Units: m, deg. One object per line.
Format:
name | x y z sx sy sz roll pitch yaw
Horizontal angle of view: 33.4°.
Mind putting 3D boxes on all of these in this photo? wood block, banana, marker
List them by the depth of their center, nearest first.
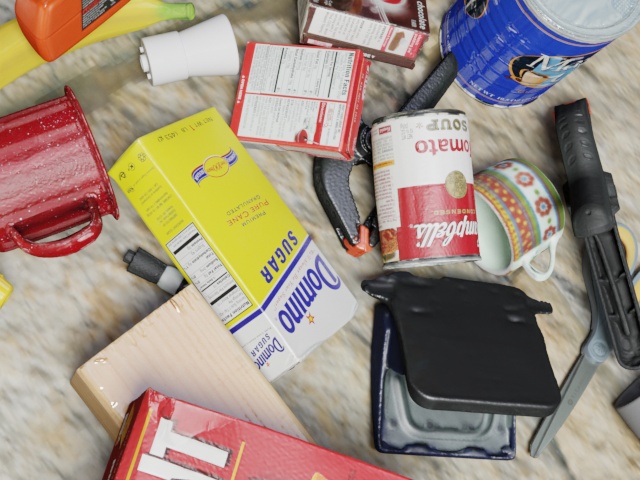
wood block | -0.060 0.141 0.678 0.090 0.090 0.206 -37 89 -20
banana | -0.181 -0.135 0.714 0.197 0.070 0.037 -32 121 -32
marker | -0.080 0.039 0.732 0.121 0.020 0.020 30 72 -7

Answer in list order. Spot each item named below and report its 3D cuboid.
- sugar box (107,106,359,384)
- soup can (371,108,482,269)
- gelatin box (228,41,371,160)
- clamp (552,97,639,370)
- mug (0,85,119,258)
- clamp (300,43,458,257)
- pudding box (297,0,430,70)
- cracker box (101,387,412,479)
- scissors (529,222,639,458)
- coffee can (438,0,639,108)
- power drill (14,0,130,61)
sugar box | -0.054 0.001 0.713 0.176 0.048 0.093 51 35 2
soup can | 0.072 -0.034 0.730 0.068 0.069 0.102 -4 86 -16
gelatin box | -0.014 -0.098 0.750 0.089 0.030 0.073 8 83 20
clamp | 0.199 -0.021 0.772 0.036 0.164 0.210 -15 39 15
mug | -0.179 -0.034 0.680 0.081 0.093 0.117 -22 57 -14
clamp | 0.028 -0.077 0.778 0.120 0.039 0.171 16 74 -3
pudding box | 0.029 -0.181 0.778 0.090 0.039 0.113 11 48 -12
cracker box | -0.026 0.193 0.583 0.213 0.072 0.164 21 67 -11
scissors | 0.200 0.063 0.804 0.201 0.016 0.096 -37 87 -20
coffee can | 0.159 -0.167 0.778 0.102 0.140 0.103 3 77 -15
power drill | -0.225 -0.192 0.687 0.188 0.057 0.184 33 57 12
